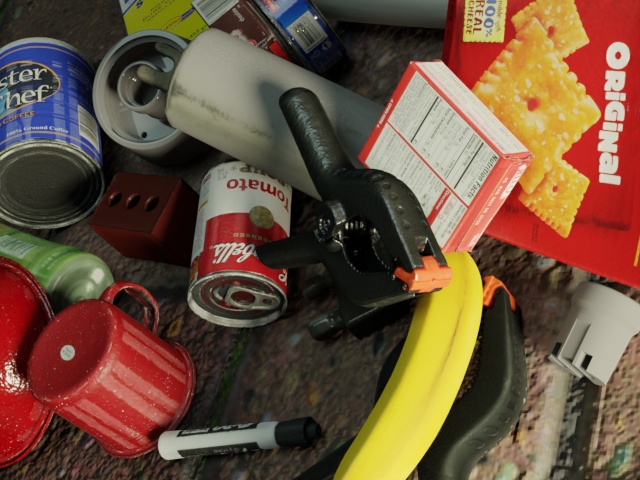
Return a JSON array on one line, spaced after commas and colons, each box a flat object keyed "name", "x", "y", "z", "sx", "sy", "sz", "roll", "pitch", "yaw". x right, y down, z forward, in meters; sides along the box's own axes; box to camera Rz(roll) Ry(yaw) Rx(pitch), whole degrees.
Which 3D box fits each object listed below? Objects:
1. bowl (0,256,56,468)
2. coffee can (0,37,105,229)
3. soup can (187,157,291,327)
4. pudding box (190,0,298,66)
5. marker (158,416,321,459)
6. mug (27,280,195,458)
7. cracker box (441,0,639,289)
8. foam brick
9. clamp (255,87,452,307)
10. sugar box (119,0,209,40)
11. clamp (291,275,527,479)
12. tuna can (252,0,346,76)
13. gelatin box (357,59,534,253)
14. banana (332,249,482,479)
[{"name": "bowl", "x": -0.266, "y": 0.090, "z": 0.791, "sx": 0.162, "sy": 0.055, "sz": 0.162, "roll": -3, "pitch": 84, "yaw": 34}, {"name": "coffee can", "x": -0.244, "y": -0.095, "z": 0.935, "sx": 0.103, "sy": 0.102, "sz": 0.140, "roll": -29, "pitch": 46, "yaw": 16}, {"name": "soup can", "x": -0.055, "y": 0.001, "z": 0.751, "sx": 0.069, "sy": 0.068, "sz": 0.102, "roll": -18, "pitch": 50, "yaw": 25}, {"name": "pudding box", "x": -0.047, "y": -0.145, "z": 0.838, "sx": 0.039, "sy": 0.090, "sz": 0.114, "roll": -38, "pitch": 44, "yaw": 5}, {"name": "marker", "x": -0.053, "y": 0.128, "z": 0.691, "sx": 0.121, "sy": 0.020, "sz": 0.020, "roll": -11, "pitch": 53, "yaw": 30}, {"name": "mug", "x": -0.145, "y": 0.083, "z": 0.747, "sx": 0.093, "sy": 0.081, "sz": 0.117, "roll": -4, "pitch": 57, "yaw": 34}, {"name": "cracker box", "x": 0.160, "y": -0.067, "z": 0.584, "sx": 0.214, "sy": 0.071, "sz": 0.164, "roll": 23, "pitch": 113, "yaw": 44}, {"name": "foam brick", "x": -0.131, "y": -0.017, "z": 0.832, "sx": 0.078, "sy": 0.051, "sz": 0.053, "roll": 7, "pitch": 63, "yaw": 39}, {"name": "clamp", "x": 0.011, "y": -0.004, "z": 0.635, "sx": 0.039, "sy": 0.120, "sz": 0.172, "roll": -9, "pitch": 37, "yaw": -28}, {"name": "sugar box", "x": -0.132, "y": -0.207, "z": 0.977, "sx": 0.093, "sy": 0.048, "sz": 0.176, "roll": -34, "pitch": 46, "yaw": 11}, {"name": "clamp", "x": 0.050, "y": 0.113, "z": 0.615, "sx": 0.165, "sy": 0.036, "sz": 0.210, "roll": 6, "pitch": 61, "yaw": 41}, {"name": "tuna can", "x": -0.017, "y": -0.170, "z": 0.837, "sx": 0.034, "sy": 0.086, "sz": 0.086, "roll": -39, "pitch": 44, "yaw": 4}, {"name": "gelatin box", "x": 0.070, "y": -0.048, "z": 0.611, "sx": 0.089, "sy": 0.030, "sz": 0.073, "roll": 51, "pitch": 131, "yaw": 28}, {"name": "banana", "x": 0.053, "y": 0.069, "z": 0.597, "sx": 0.070, "sy": 0.037, "sz": 0.197, "roll": -29, "pitch": 33, "yaw": 49}]
